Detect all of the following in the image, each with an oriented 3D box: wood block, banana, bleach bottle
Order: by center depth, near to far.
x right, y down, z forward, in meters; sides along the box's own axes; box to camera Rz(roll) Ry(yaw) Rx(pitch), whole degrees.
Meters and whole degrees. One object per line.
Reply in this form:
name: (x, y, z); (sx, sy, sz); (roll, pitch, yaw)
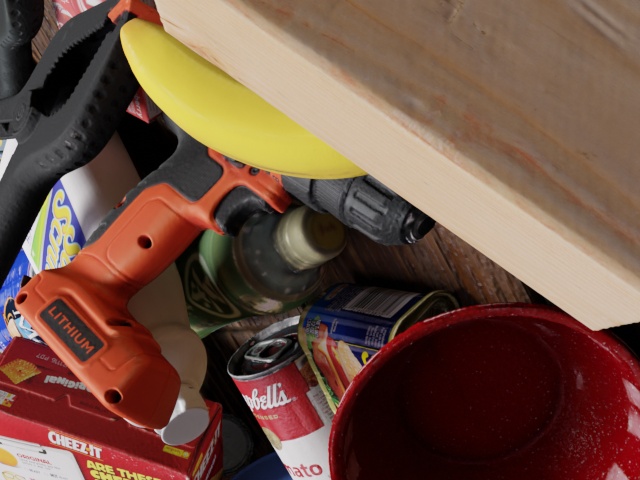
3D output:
wood block: (0.048, -0.065, 0.379); (0.206, 0.090, 0.091); (35, 174, 4)
banana: (-0.018, -0.065, 0.493); (0.198, 0.037, 0.069); (9, 88, 32)
bleach bottle: (-0.126, 0.015, 0.648); (0.251, 0.067, 0.103); (53, 128, 39)

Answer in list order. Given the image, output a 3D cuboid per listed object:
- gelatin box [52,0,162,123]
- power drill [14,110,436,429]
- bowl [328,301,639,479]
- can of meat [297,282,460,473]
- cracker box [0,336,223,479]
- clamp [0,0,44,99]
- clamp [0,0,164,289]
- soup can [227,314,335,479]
gelatin box: (-0.125, -0.124, 0.642); (0.073, 0.030, 0.089); (28, 141, 31)
power drill: (-0.054, 0.001, 0.543); (0.185, 0.187, 0.057); (37, 176, 35)
bowl: (0.083, 0.091, 0.533); (0.055, 0.162, 0.162); (-93, -18, -66)
can of meat: (0.043, 0.074, 0.611); (0.084, 0.057, 0.102); (7, 128, 50)
cracker box: (-0.159, 0.178, 0.805); (0.164, 0.072, 0.214); (17, 139, 8)
clamp: (-0.208, -0.159, 0.681); (0.120, 0.039, 0.172); (56, 149, 14)
clamp: (-0.157, -0.055, 0.605); (0.036, 0.164, 0.210); (23, 138, -38)
soup can: (-0.007, 0.108, 0.693); (0.069, 0.068, 0.102); (-5, 119, 52)
